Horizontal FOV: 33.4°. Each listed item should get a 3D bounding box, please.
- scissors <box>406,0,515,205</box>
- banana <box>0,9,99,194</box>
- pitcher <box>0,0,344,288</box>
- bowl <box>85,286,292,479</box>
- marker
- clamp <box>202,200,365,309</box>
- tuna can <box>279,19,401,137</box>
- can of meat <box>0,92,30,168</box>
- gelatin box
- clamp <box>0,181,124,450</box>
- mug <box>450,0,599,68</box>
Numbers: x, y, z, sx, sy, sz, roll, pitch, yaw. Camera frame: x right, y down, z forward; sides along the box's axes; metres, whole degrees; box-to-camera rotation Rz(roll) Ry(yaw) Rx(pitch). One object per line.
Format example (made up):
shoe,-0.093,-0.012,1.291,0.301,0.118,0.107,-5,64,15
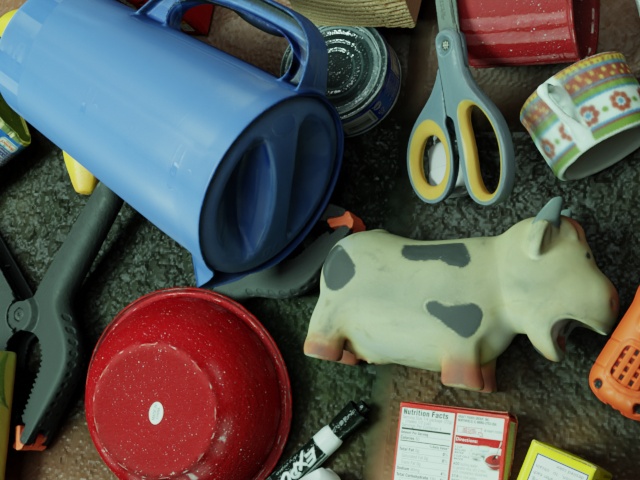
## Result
scissors,0.075,-0.112,0.701,0.096,0.016,0.202,-32,69,49
banana,-0.215,-0.128,0.871,0.070,0.037,0.198,-50,61,29
pitcher,-0.107,-0.095,0.733,0.243,0.145,0.149,33,62,29
bowl,-0.104,0.114,0.738,0.162,0.055,0.162,0,90,18
marker,-0.013,0.153,0.731,0.121,0.020,0.020,-44,66,6
clamp,-0.055,0.001,0.773,0.172,0.039,0.120,-25,80,14
tuna can,0.014,-0.120,0.780,0.086,0.033,0.086,-5,75,20
can of meat,-0.287,-0.088,0.864,0.084,0.057,0.102,-37,46,6
gelatin box,0.085,0.152,0.689,0.073,0.030,0.089,3,78,23
clamp,-0.211,0.052,0.816,0.165,0.036,0.210,-15,73,29
mug,0.136,-0.170,0.711,0.082,0.093,0.117,0,104,25
